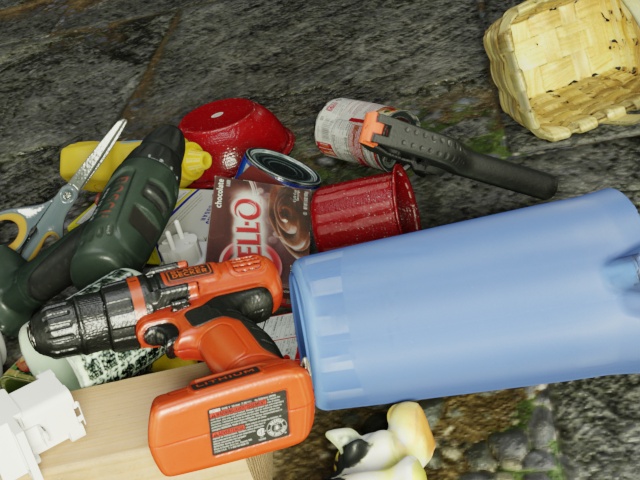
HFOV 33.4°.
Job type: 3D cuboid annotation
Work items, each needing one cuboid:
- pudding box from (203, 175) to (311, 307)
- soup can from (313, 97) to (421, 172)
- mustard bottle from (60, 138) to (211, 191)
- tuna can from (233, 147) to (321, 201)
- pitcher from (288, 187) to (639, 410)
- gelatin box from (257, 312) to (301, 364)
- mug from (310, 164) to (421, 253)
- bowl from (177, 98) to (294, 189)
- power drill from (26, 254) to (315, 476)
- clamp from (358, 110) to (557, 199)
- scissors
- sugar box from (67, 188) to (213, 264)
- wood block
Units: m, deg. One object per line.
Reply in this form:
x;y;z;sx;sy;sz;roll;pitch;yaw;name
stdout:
-0.056;0.001;0.944;0.090;0.039;0.113;8;51;-9;pudding box
0.050;-0.114;1.146;0.068;0.068;0.102;-35;34;-30;soup can
-0.194;-0.085;1.181;0.192;0.058;0.096;0;-5;39;mustard bottle
-0.043;-0.062;1.093;0.086;0.034;0.086;20;20;-8;tuna can
0.104;0.049;0.761;0.242;0.149;0.145;-9;38;-5;pitcher
-0.032;0.092;0.872;0.089;0.030;0.073;-11;30;14;gelatin box
0.042;-0.005;0.958;0.082;0.093;0.117;-11;58;17;mug
-0.114;-0.123;1.253;0.162;0.055;0.162;-12;29;6;bowl
-0.095;0.075;0.710;0.184;0.057;0.188;-14;30;-15;power drill
0.099;-0.080;0.995;0.209;0.036;0.165;15;-2;-42;clamp
-0.277;-0.047;1.080;0.096;0.202;0.016;21;6;-12;scissors
-0.163;-0.015;1.104;0.176;0.048;0.093;7;36;28;sugar box
-0.144;0.160;0.752;0.206;0.090;0.091;-13;30;5;wood block
